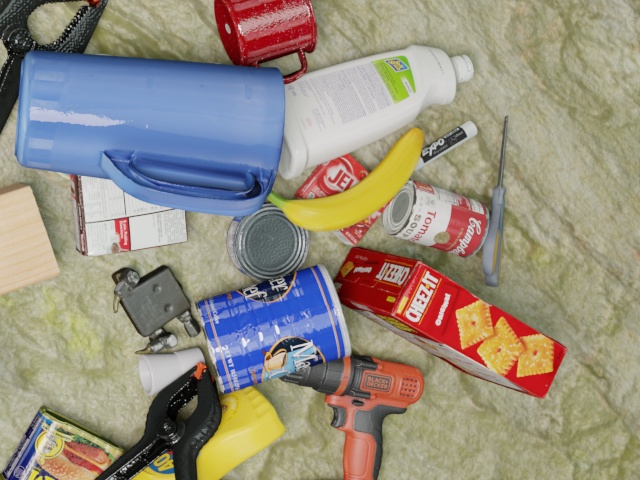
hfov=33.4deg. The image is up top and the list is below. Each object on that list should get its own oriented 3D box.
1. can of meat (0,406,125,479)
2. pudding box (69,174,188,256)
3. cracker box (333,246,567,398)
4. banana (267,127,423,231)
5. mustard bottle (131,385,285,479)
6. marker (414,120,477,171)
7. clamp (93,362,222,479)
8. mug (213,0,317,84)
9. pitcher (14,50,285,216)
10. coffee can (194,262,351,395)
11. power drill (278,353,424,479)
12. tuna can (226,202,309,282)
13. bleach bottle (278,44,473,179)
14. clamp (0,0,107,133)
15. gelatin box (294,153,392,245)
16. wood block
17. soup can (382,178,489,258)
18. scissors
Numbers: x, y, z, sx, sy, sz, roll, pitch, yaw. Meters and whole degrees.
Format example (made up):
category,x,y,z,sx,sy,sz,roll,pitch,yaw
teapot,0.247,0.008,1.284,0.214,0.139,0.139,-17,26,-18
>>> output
category,x,y,z,sx,sy,sz,roll,pitch,yaw
can of meat,-0.260,0.227,1.079,0.102,0.058,0.084,33,80,-23
pudding box,-0.193,-0.036,1.079,0.113,0.039,0.090,-10,109,-26
cracker box,0.137,0.087,1.172,0.213,0.164,0.072,31,82,-23
banana,0.040,-0.057,1.150,0.197,0.037,0.069,-25,105,-22
mustard bottle,-0.135,0.225,1.108,0.191,0.096,0.058,-35,117,-15
marker,0.128,-0.101,1.226,0.121,0.020,0.020,-32,107,-17
clamp,-0.140,0.203,1.059,0.171,0.120,0.039,-58,153,-25
mug,-0.055,-0.215,1.096,0.081,0.093,0.117,-20,87,-15
pitcher,-0.158,-0.104,0.998,0.242,0.149,0.145,5,93,-16
coffee can,-0.050,0.092,1.111,0.140,0.103,0.103,-17,102,-7
power drill,0.017,0.216,1.193,0.184,0.057,0.188,12,92,-20
tuna can,-0.058,0.001,1.151,0.086,0.034,0.086,-3,97,-23
bleach bottle,0.059,-0.150,1.158,0.250,0.068,0.102,-19,75,-21
clamp,-0.293,-0.181,1.030,0.209,0.036,0.164,-29,116,-21
gelatin box,0.027,-0.050,1.183,0.089,0.030,0.073,43,78,-21
wood block,-0.361,0.021,0.995,0.205,0.091,0.090,-21,103,-20
soup can,0.130,-0.025,1.208,0.102,0.069,0.068,16,89,-24
scissors,0.204,-0.043,1.237,0.016,0.096,0.202,4,98,16
